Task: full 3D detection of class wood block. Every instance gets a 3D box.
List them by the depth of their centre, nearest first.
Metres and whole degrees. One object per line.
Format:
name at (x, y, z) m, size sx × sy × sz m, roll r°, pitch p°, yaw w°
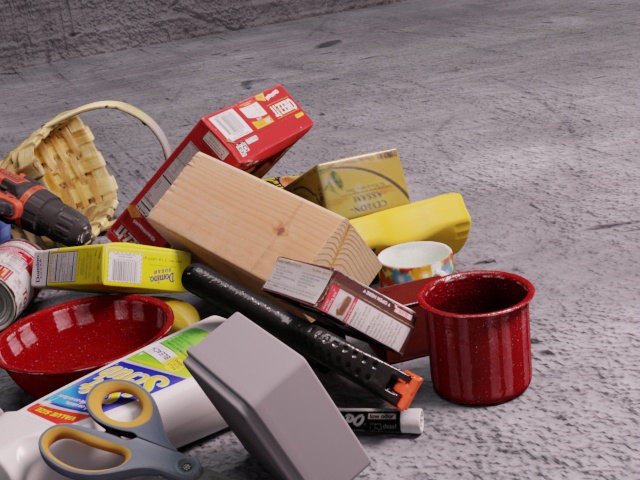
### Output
wood block at (-0.057, 0.001, 1.023) m, size 0.206 × 0.090 × 0.090 m, roll 26°, pitch 74°, yaw 39°

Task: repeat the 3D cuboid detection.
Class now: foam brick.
foam brick at (0.083, 0.069, 0.943) m, size 0.078 × 0.051 × 0.053 m, roll -11°, pitch 19°, yaw -13°

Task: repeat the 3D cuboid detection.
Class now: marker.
marker at (0.018, 0.137, 0.819) m, size 0.121 × 0.020 × 0.020 m, roll -2°, pitch 20°, yaw 16°

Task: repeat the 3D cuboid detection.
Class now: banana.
banana at (-0.197, 0.079, 1.035) m, size 0.198 × 0.037 × 0.069 m, roll -2°, pitch 18°, yaw 14°

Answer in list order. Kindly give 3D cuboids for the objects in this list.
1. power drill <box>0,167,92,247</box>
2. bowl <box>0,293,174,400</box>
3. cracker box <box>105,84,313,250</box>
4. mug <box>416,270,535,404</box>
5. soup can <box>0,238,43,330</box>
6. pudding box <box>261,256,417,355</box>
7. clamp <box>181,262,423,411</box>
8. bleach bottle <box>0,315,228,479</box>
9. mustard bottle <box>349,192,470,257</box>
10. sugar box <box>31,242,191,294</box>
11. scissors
power drill at (-0.359, -0.032, 1.130) m, size 0.185 × 0.057 × 0.187 m, roll 24°, pitch 15°, yaw 21°
bowl at (-0.205, 0.103, 0.942) m, size 0.162 × 0.055 × 0.162 m, roll -6°, pitch 19°, yaw 2°
cracker box at (-0.125, -0.070, 1.215) m, size 0.214 × 0.072 × 0.164 m, roll -44°, pitch -5°, yaw 35°
mug at (0.128, 0.074, 0.866) m, size 0.093 × 0.081 × 0.117 m, roll -4°, pitch 20°, yaw 9°
soup can at (-0.335, 0.047, 1.130) m, size 0.068 × 0.068 × 0.102 m, roll -4°, pitch 20°, yaw 8°
pudding box at (0.014, 0.052, 0.873) m, size 0.090 × 0.039 × 0.114 m, roll 29°, pitch -10°, yaw -24°
clamp at (-0.010, 0.079, 0.850) m, size 0.164 × 0.036 × 0.210 m, roll 33°, pitch -7°, yaw -40°
bleach bottle at (-0.160, 0.139, 0.817) m, size 0.250 × 0.068 × 0.103 m, roll -23°, pitch 30°, yaw -30°
mustard bottle at (0.053, 0.005, 1.091) m, size 0.191 × 0.058 × 0.096 m, roll -14°, pitch -18°, yaw -17°
sugar box at (-0.214, 0.031, 1.072) m, size 0.093 × 0.048 × 0.177 m, roll 8°, pitch -10°, yaw -35°
scissors at (-0.096, 0.145, 0.751) m, size 0.202 × 0.016 × 0.096 m, roll 7°, pitch 43°, yaw 7°
